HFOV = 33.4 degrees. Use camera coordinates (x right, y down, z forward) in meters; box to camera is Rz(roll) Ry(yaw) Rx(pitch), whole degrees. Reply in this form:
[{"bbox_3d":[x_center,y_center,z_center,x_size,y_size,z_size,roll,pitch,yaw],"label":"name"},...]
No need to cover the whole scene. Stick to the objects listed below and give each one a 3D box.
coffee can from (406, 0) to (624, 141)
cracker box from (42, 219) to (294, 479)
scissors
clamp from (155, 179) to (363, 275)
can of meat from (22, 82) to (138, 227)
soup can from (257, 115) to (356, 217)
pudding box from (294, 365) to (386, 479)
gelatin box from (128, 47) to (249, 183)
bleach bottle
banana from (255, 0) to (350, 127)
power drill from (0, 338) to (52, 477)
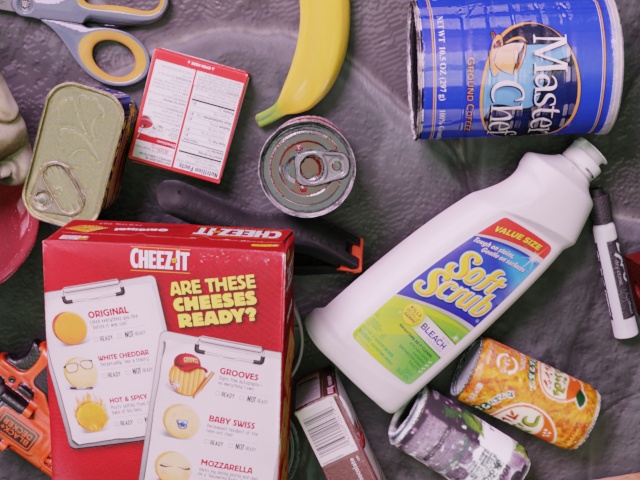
[{"bbox_3d":[0.136,-0.126,0.772,0.140,0.103,0.103,-2,99,1],"label":"coffee can"},{"bbox_3d":[-0.103,0.097,0.751,0.164,0.072,0.214,3,106,4],"label":"cracker box"},{"bbox_3d":[-0.214,-0.161,0.813,0.202,0.016,0.096,-5,99,1],"label":"scissors"},{"bbox_3d":[-0.055,0.001,0.811,0.171,0.120,0.039,16,72,-19],"label":"clamp"},{"bbox_3d":[-0.175,-0.065,0.794,0.057,0.084,0.102,16,99,-2],"label":"can of meat"},{"bbox_3d":[-0.009,-0.057,0.784,0.068,0.102,0.068,0,99,0],"label":"soup can"},{"bbox_3d":[0.018,0.162,0.826,0.039,0.090,0.113,-23,97,1],"label":"pudding box"},{"bbox_3d":[-0.100,-0.095,0.816,0.073,0.030,0.089,15,99,-3],"label":"gelatin box"},{"bbox_3d":[0.111,0.013,0.814,0.251,0.068,0.102,-44,108,5],"label":"bleach bottle"},{"bbox_3d":[-0.012,-0.181,0.797,0.069,0.037,0.198,3,99,-1],"label":"banana"},{"bbox_3d":[-0.213,0.075,0.833,0.184,0.057,0.188,38,100,-7],"label":"power drill"}]
